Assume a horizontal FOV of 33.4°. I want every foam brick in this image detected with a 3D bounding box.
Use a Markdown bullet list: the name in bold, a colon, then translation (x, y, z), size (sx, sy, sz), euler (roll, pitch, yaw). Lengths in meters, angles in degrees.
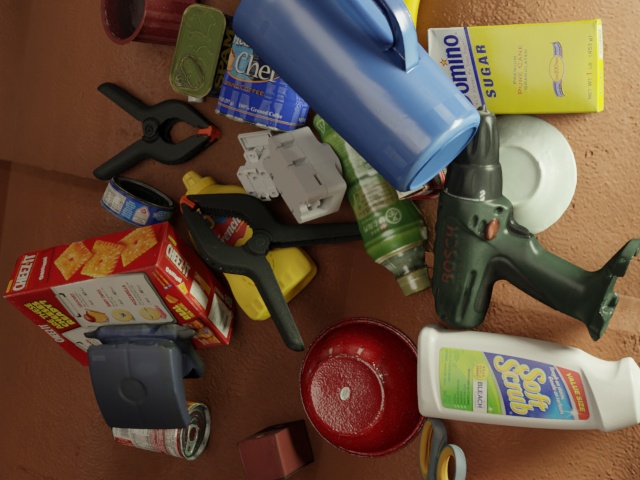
- **foam brick**: translation (-0.051, 0.242, 1.222), size (0.053, 0.078, 0.051), euler (-15, 88, 24)

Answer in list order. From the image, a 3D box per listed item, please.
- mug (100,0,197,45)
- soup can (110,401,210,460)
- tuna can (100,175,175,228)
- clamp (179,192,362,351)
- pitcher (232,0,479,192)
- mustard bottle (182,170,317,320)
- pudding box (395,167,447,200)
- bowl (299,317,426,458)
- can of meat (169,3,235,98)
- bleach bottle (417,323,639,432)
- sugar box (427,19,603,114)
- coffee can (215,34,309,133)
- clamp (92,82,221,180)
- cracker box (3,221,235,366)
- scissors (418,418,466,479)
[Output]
- **mug**: translation (-0.206, -0.274, 1.256), size (0.117, 0.081, 0.093), euler (11, 100, 45)
- **soup can**: translation (-0.193, 0.223, 1.290), size (0.102, 0.068, 0.068), euler (7, 95, 24)
- **tuna can**: translation (-0.217, -0.044, 1.277), size (0.086, 0.086, 0.034), euler (31, 103, 20)
- **clamp**: translation (-0.058, 0.001, 1.181), size (0.210, 0.036, 0.164), euler (36, 71, 8)
- **pitcher**: translation (0.041, -0.171, 1.028), size (0.145, 0.149, 0.243), euler (-44, 79, 11)
- **mustard bottle**: translation (-0.097, -0.007, 1.239), size (0.096, 0.058, 0.192), euler (-43, 75, 11)
- **pudding box**: translation (0.094, -0.099, 1.132), size (0.039, 0.089, 0.113), euler (-26, 82, 23)
- **bowl**: translation (0.039, 0.168, 1.190), size (0.162, 0.055, 0.162), euler (1, 93, 24)
- **can of meat**: translation (-0.121, -0.213, 1.226), size (0.057, 0.083, 0.102), euler (17, 100, 22)
- **bleach bottle**: translation (0.228, 0.142, 1.100), size (0.251, 0.068, 0.102), euler (1, 94, 22)
- **sugar box**: translation (0.199, -0.176, 1.099), size (0.176, 0.048, 0.093), euler (0, 100, 21)
- **coffee can**: translation (-0.051, -0.198, 1.185), size (0.103, 0.102, 0.140), euler (19, 100, 22)
- **clamp**: translation (-0.205, -0.122, 1.293), size (0.172, 0.039, 0.120), euler (12, 99, 23)
- **cracker box**: translation (-0.231, 0.067, 1.249), size (0.214, 0.164, 0.072), euler (-11, 49, 25)
- **scissors**: translation (0.127, 0.295, 1.151), size (0.096, 0.016, 0.202), euler (-174, 85, -69)
